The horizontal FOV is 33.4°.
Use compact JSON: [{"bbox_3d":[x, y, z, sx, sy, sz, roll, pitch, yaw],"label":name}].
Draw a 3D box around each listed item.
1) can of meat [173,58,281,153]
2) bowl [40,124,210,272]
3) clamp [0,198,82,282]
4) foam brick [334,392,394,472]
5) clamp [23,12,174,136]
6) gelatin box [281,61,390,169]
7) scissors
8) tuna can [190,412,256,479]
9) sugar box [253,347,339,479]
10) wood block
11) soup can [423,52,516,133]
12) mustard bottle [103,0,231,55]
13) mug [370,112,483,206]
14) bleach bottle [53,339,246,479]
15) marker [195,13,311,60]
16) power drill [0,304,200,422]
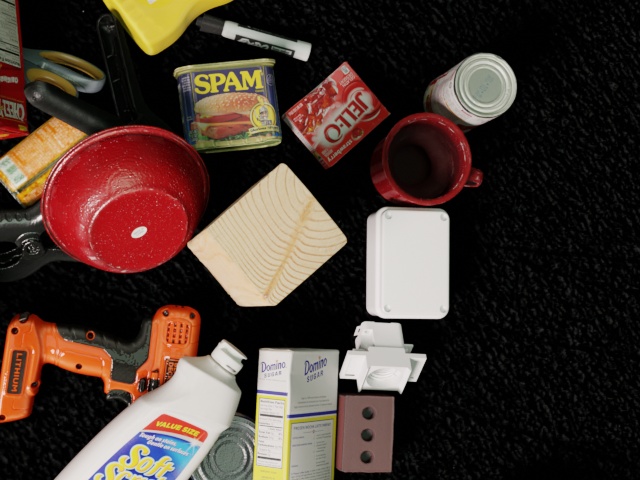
[{"bbox_3d":[-0.092,-0.134,1.078,0.102,0.057,0.084,-7,90,-12],"label":"can of meat"},{"bbox_3d":[-0.174,-0.025,0.992,0.162,0.055,0.162,-12,130,-15],"label":"bowl"},{"bbox_3d":[-0.274,-0.012,1.020,0.171,0.039,0.120,-13,124,-12],"label":"clamp"},{"bbox_3d":[0.043,0.195,1.087,0.053,0.051,0.078,3,86,-11],"label":"foam brick"},{"bbox_3d":[-0.184,-0.114,1.042,0.210,0.036,0.164,51,36,-27],"label":"clamp"},{"bbox_3d":[0.016,-0.130,1.112,0.089,0.030,0.073,-41,95,-10],"label":"gelatin box"},{"bbox_3d":[-0.309,-0.176,1.032,0.201,0.096,0.016,16,125,-12],"label":"scissors"},{"bbox_3d":[-0.092,0.215,1.068,0.086,0.034,0.086,1,87,-11],"label":"tuna can"},{"bbox_3d":[-0.025,0.195,1.054,0.048,0.093,0.176,-3,83,32],"label":"sugar box"},{"bbox_3d":[-0.056,0.002,1.000,0.090,0.206,0.090,-41,95,-11],"label":"wood block"},{"bbox_3d":[0.154,-0.151,1.103,0.068,0.102,0.068,1,86,-12],"label":"soup can"},{"bbox_3d":[-0.124,-0.277,1.078,0.191,0.058,0.096,-38,81,-11],"label":"mustard bottle"},{"bbox_3d":[0.110,-0.076,1.101,0.117,0.081,0.093,11,84,-10],"label":"mug"},{"bbox_3d":[-0.165,0.193,0.992,0.102,0.068,0.251,40,88,-15],"label":"bleach bottle"},{"bbox_3d":[-0.069,-0.211,1.105,0.121,0.020,0.020,15,84,-10],"label":"marker"},{"bbox_3d":[-0.215,0.147,1.038,0.187,0.057,0.184,7,89,-12],"label":"power drill"}]
